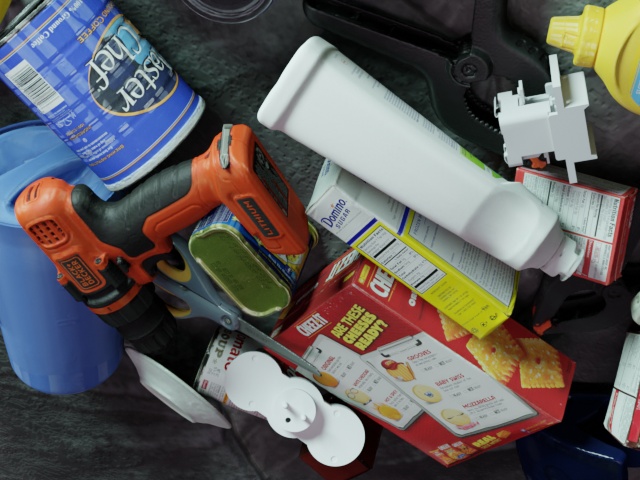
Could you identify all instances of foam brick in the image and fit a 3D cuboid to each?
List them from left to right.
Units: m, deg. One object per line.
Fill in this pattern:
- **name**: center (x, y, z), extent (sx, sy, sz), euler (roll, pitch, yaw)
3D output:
- **foam brick**: center (0.022, 0.185, 1.026), extent (0.051, 0.078, 0.053), euler (43, 126, -18)

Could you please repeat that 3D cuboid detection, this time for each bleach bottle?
- **bleach bottle**: center (0.079, -0.049, 0.763), extent (0.251, 0.102, 0.068), euler (34, 107, -4)

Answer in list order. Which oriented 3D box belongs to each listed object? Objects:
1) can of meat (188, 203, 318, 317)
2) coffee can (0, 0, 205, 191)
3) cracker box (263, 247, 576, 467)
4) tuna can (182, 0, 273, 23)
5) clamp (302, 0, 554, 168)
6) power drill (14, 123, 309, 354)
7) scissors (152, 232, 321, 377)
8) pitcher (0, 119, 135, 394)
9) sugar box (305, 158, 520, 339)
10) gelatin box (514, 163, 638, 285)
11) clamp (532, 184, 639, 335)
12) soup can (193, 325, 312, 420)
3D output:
- **can of meat**: center (-0.056, 0.001, 0.891), extent (0.058, 0.084, 0.102), euler (-25, 118, 33)
- **coffee can**: center (-0.171, -0.122, 0.811), extent (0.103, 0.102, 0.140), euler (-27, 117, 34)
- **cracker box**: center (0.083, 0.098, 0.922), extent (0.213, 0.072, 0.164), euler (34, 143, -12)
- **tuna can**: center (-0.066, -0.199, 0.759), extent (0.086, 0.033, 0.086), euler (9, 131, 10)
- **clamp**: center (0.111, -0.137, 0.752), extent (0.165, 0.036, 0.210), euler (-30, 117, 36)
- **power drill**: center (-0.107, 0.004, 0.802), extent (0.188, 0.057, 0.184), euler (-22, 131, 16)
- **scissors**: center (-0.084, 0.049, 0.927), extent (0.202, 0.016, 0.096), euler (17, 126, 29)
- **pitcher**: center (-0.245, 0.026, 0.940), extent (0.149, 0.144, 0.243), euler (20, 136, 14)
- **sugar box**: center (0.077, -0.009, 0.835), extent (0.176, 0.093, 0.048), euler (34, 130, -11)
- **gelatin box**: center (0.189, -0.014, 0.808), extent (0.089, 0.030, 0.073), euler (18, 118, 30)
- **clamp**: center (0.232, 0.021, 0.847), extent (0.172, 0.039, 0.120), euler (-28, 116, 30)
- **soup can**: center (-0.061, 0.129, 1.012), extent (0.102, 0.068, 0.069), euler (22, 132, 0)
